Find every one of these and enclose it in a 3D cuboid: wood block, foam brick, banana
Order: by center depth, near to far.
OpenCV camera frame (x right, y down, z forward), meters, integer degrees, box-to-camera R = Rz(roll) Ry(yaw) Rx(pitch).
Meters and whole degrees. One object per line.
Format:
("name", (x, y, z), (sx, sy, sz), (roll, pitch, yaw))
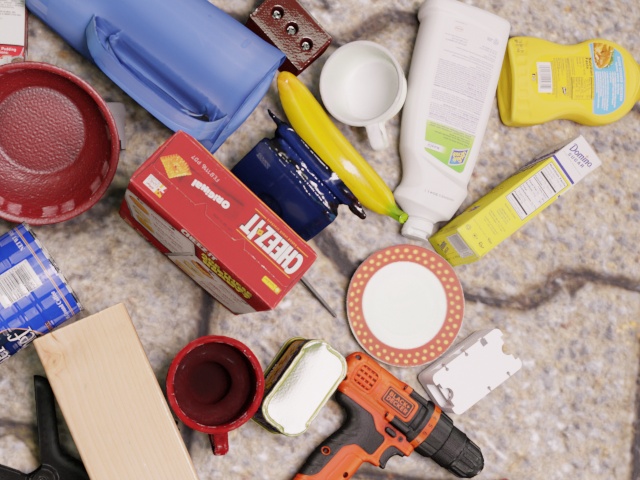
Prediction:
("wood block", (-0.185, 0.174, 1.003), (0.090, 0.090, 0.206), (-24, 84, -10))
("banana", (0.018, -0.095, 1.103), (0.197, 0.070, 0.037), (47, 69, -11))
("foam brick", (-0.035, -0.215, 1.115), (0.078, 0.051, 0.053), (46, 77, -5))

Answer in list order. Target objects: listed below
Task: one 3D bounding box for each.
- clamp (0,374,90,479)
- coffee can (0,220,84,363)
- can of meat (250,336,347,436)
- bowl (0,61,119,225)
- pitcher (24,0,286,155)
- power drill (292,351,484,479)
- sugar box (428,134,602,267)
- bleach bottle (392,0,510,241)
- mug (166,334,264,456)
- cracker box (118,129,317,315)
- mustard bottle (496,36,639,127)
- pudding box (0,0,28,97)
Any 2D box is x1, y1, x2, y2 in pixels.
("clamp", (-0.263, 0.217, 1.023), (0.120, 0.039, 0.171), (-46, 100, -7))
("coffee can", (-0.308, 0.062, 0.996), (0.140, 0.103, 0.103), (-34, 92, -14))
("can of meat", (-0.024, 0.145, 1.062), (0.057, 0.084, 0.102), (38, 77, -7))
("bowl", (-0.273, -0.098, 1.027), (0.162, 0.055, 0.162), (-2, 112, -6))
("pitcher", (-0.166, -0.195, 1.039), (0.243, 0.149, 0.145), (37, 77, -4))
("power drill", (0.054, 0.235, 1.086), (0.184, 0.057, 0.187), (38, 74, -3))
("sugar box", (0.205, -0.042, 1.132), (0.176, 0.093, 0.048), (-39, 94, -15))
("bleach bottle", (0.125, -0.125, 1.138), (0.102, 0.068, 0.251), (17, 83, -10))
("mug", (-0.105, 0.152, 1.044), (0.093, 0.082, 0.117), (-10, 86, -14))
("cracker box", (-0.101, -0.009, 0.994), (0.164, 0.214, 0.072), (42, 77, -6))
("mustard bottle", (0.293, -0.175, 1.184), (0.191, 0.058, 0.096), (-2, 86, -13))
("pudding box", (-0.335, -0.197, 1.051), (0.090, 0.039, 0.113), (1, 82, -13))
